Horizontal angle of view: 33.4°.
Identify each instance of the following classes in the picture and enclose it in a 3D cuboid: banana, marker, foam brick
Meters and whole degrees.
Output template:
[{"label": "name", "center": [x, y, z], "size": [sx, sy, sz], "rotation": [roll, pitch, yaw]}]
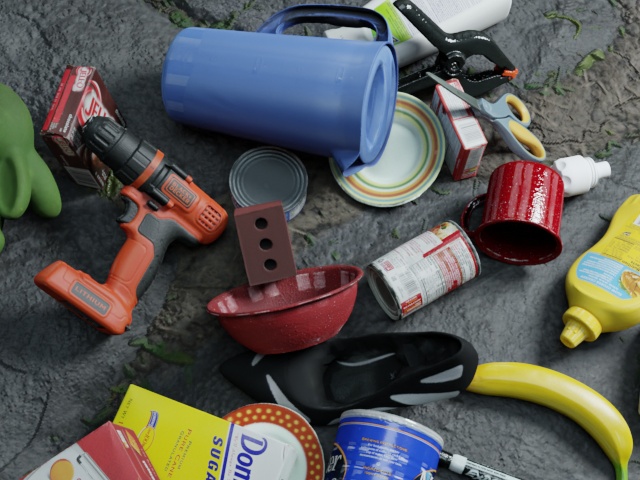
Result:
[{"label": "banana", "center": [0.238, 0.167, 1.078], "size": [0.198, 0.037, 0.069], "rotation": [31, 68, 12]}, {"label": "marker", "center": [0.160, 0.231, 1.057], "size": [0.121, 0.020, 0.020], "rotation": [20, 67, 7]}, {"label": "foam brick", "center": [-0.057, 0.001, 1.116], "size": [0.053, 0.051, 0.078], "rotation": [-13, 98, 0]}]

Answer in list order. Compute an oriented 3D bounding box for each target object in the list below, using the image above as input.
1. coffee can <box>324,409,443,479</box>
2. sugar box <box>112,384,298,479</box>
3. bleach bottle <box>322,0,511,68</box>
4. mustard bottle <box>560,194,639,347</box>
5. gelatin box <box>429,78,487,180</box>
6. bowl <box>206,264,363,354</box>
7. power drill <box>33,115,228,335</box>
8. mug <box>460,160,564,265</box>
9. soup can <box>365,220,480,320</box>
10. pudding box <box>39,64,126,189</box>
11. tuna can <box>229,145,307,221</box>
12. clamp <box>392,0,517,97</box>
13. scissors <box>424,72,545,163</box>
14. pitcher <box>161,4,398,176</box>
[{"label": "coffee can", "center": [0.050, 0.243, 1.003], "size": [0.103, 0.103, 0.140], "rotation": [15, 66, 5]}, {"label": "sugar box", "center": [-0.120, 0.212, 1.026], "size": [0.176, 0.048, 0.093], "rotation": [16, 73, 18]}, {"label": "bleach bottle", "center": [0.093, -0.256, 1.250], "size": [0.250, 0.068, 0.102], "rotation": [-26, 70, -10]}, {"label": "mustard bottle", "center": [0.315, 0.039, 1.121], "size": [0.096, 0.058, 0.191], "rotation": [30, 67, 37]}, {"label": "gelatin box", "center": [0.151, -0.123, 1.185], "size": [0.030, 0.073, 0.089], "rotation": [-16, 67, -10]}, {"label": "bowl", "center": [-0.030, 0.073, 1.070], "size": [0.162, 0.162, 0.055], "rotation": [-15, 100, -8]}, {"label": "power drill", "center": [-0.209, -0.012, 1.099], "size": [0.184, 0.057, 0.187], "rotation": [40, 72, -18]}, {"label": "mug", "center": [0.206, -0.030, 1.145], "size": [0.117, 0.093, 0.081], "rotation": [-8, 54, 35]}, {"label": "soup can", "center": [0.107, 0.032, 1.118], "size": [0.102, 0.068, 0.068], "rotation": [-28, 70, -13]}, {"label": "pudding box", "center": [-0.254, -0.121, 1.150], "size": [0.039, 0.113, 0.090], "rotation": [10, 66, 12]}, {"label": "tuna can", "center": [-0.057, -0.059, 1.172], "size": [0.086, 0.034, 0.086], "rotation": [1, 66, -2]}, {"label": "clamp", "center": [0.138, -0.196, 1.216], "size": [0.171, 0.120, 0.039], "rotation": [15, 28, -19]}, {"label": "scissors", "center": [0.181, -0.154, 1.168], "size": [0.201, 0.016, 0.096], "rotation": [36, 39, -30]}, {"label": "pitcher", "center": [-0.041, -0.173, 1.156], "size": [0.243, 0.145, 0.149], "rotation": [11, 33, 17]}]
